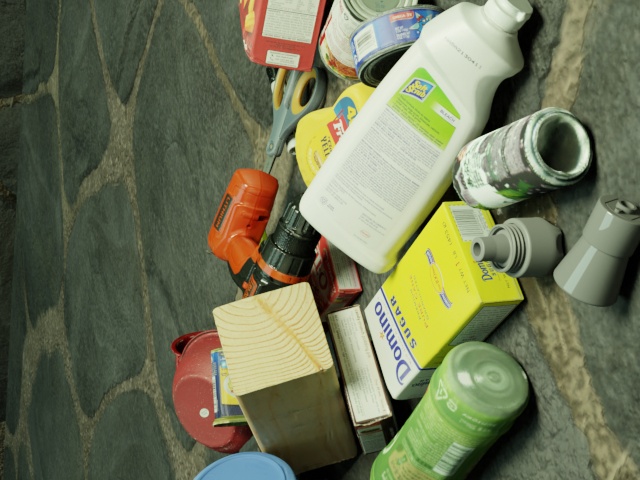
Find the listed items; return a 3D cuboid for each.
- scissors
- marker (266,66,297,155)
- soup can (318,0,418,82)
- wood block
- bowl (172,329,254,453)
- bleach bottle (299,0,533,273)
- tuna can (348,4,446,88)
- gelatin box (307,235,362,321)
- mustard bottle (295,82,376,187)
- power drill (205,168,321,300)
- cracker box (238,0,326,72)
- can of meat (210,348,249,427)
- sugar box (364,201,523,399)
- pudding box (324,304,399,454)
[{"bbox_3d":[-0.037,-0.106,1.144,0.096,0.016,0.202,12,92,56],"label":"scissors"},{"bbox_3d":[-0.041,-0.149,1.190,0.020,0.020,0.121,123,138,-51],"label":"marker"},{"bbox_3d":[0.040,-0.190,0.927,0.102,0.068,0.068,121,142,-70],"label":"soup can"},{"bbox_3d":[-0.028,0.136,0.997,0.206,0.090,0.091,77,176,-57],"label":"wood block"},{"bbox_3d":[-0.120,0.189,1.249,0.162,0.055,0.162,13,115,31],"label":"bowl"},{"bbox_3d":[0.085,-0.088,0.837,0.251,0.102,0.068,-52,1,37],"label":"bleach bottle"},{"bbox_3d":[0.068,-0.156,0.872,0.086,0.086,0.034,140,123,-60],"label":"tuna can"},{"bbox_3d":[0.007,0.028,1.084,0.073,0.030,0.089,127,135,-53],"label":"gelatin box"},{"bbox_3d":[0.042,-0.091,0.963,0.192,0.058,0.096,-22,84,63],"label":"mustard bottle"},{"bbox_3d":[-0.057,0.001,1.073,0.185,0.057,0.188,-64,25,23],"label":"power drill"},{"bbox_3d":[-0.029,-0.298,1.054,0.164,0.072,0.214,-102,21,-57],"label":"cracker box"},{"bbox_3d":[-0.070,0.159,1.175,0.057,0.102,0.084,108,157,-76],"label":"can of meat"},{"bbox_3d":[0.094,0.053,0.875,0.176,0.048,0.093,123,138,-50],"label":"sugar box"},{"bbox_3d":[0.038,0.127,0.971,0.090,0.039,0.113,72,-179,-61],"label":"pudding box"}]
